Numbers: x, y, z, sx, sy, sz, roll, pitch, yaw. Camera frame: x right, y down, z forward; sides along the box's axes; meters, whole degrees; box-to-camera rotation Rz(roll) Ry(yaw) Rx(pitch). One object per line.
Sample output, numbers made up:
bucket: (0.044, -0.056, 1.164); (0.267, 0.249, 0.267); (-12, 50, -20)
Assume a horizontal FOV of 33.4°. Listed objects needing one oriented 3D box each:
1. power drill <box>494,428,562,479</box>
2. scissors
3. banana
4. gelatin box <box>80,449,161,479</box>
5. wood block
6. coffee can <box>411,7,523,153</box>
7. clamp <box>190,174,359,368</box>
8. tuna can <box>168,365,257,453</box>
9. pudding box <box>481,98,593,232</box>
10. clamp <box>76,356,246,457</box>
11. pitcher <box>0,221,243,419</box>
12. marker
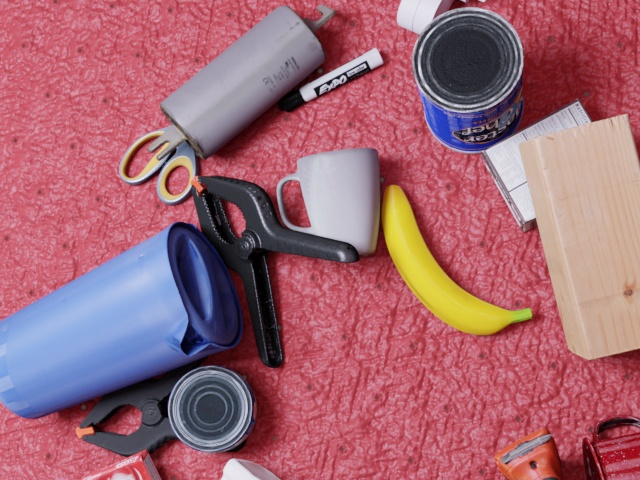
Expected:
power drill: (0.230, 0.271, 0.946); (0.057, 0.184, 0.188); (-29, 55, 1)
scissors: (-0.128, -0.118, 1.152); (0.202, 0.016, 0.096); (-39, 76, 1)
banana: (0.117, 0.031, 1.067); (0.069, 0.037, 0.198); (-40, 75, -19)
gelatin box: (-0.190, 0.264, 1.065); (0.073, 0.030, 0.089); (-23, 99, 5)
wood block: (0.256, -0.004, 0.990); (0.091, 0.090, 0.206); (-14, 90, 2)
coffee can: (0.147, -0.152, 1.041); (0.103, 0.140, 0.103); (-2, 79, 10)
clamp: (-0.057, 0.001, 1.080); (0.165, 0.036, 0.210); (-47, 67, 30)
tuna can: (-0.106, 0.166, 1.052); (0.086, 0.034, 0.086); (-1, 79, 2)
pudding box: (0.230, -0.075, 1.063); (0.113, 0.039, 0.090); (-28, 76, 3)
clamp: (-0.160, 0.182, 1.088); (0.171, 0.039, 0.120); (-26, 72, 4)
pitcher: (-0.209, 0.081, 1.066); (0.243, 0.149, 0.145); (-24, 82, 17)
marker: (0.009, -0.169, 1.133); (0.121, 0.020, 0.020); (-26, 75, 5)
